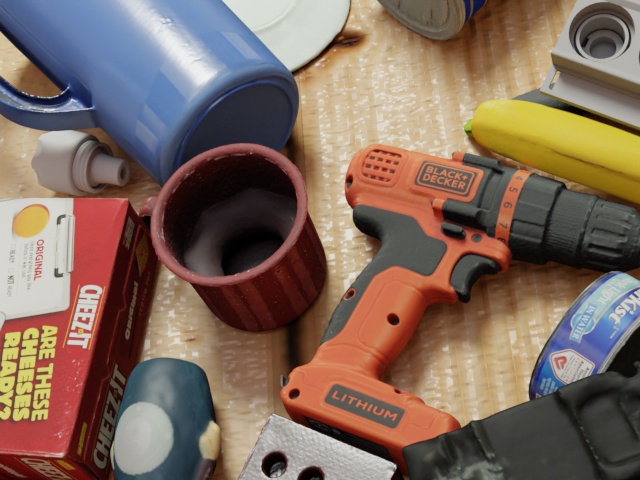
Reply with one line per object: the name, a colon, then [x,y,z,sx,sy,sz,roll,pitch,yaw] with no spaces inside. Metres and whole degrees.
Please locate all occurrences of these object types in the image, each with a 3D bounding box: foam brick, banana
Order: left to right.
foam brick: [0.001,0.134,0.565,0.078,0.051,0.053,17,67,24]
banana: [0.165,-0.047,0.611,0.198,0.069,0.037,23,105,24]

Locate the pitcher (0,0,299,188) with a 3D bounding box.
pitcher: [-0.134,-0.131,0.710,0.243,0.144,0.149,46,112,28]

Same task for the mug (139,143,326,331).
mug: [-0.054,0.001,0.638,0.117,0.081,0.093,11,65,20]

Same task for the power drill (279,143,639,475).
power drill: [0.074,0.038,0.598,0.185,0.057,0.187,15,64,25]

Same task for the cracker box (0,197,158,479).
cracker box: [-0.221,0.059,0.658,0.214,0.072,0.164,1,62,15]
